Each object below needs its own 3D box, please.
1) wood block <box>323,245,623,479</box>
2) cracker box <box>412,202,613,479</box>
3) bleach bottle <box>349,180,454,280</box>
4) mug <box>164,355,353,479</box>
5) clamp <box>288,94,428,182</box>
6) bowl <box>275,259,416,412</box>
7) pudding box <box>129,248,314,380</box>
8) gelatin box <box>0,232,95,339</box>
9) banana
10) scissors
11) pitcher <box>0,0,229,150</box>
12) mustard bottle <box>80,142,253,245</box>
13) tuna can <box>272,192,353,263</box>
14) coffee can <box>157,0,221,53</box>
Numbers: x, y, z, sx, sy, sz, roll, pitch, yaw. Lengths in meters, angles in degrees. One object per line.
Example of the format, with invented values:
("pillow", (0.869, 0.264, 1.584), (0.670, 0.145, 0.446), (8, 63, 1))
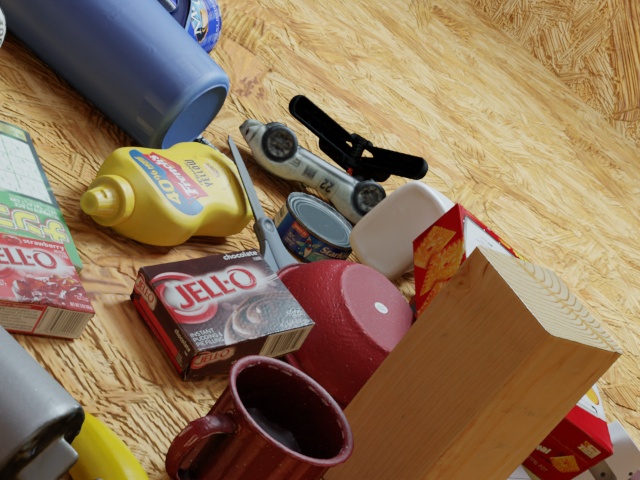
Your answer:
("wood block", (0.097, 0.116, 0.750), (0.090, 0.206, 0.091), (16, 29, -41))
("cracker box", (0.160, 0.087, 0.933), (0.164, 0.072, 0.213), (37, 28, -20))
("bleach bottle", (0.104, -0.005, 1.141), (0.068, 0.102, 0.250), (50, 8, 11))
("mug", (-0.047, 0.133, 0.671), (0.117, 0.082, 0.093), (10, 34, -48))
("clamp", (0.049, -0.097, 1.218), (0.164, 0.036, 0.210), (29, -4, 10))
("bowl", (0.033, 0.072, 0.898), (0.162, 0.055, 0.162), (34, 33, -26))
("pudding box", (-0.075, 0.054, 0.814), (0.113, 0.039, 0.090), (-8, 47, -41))
("gelatin box", (-0.205, 0.028, 0.718), (0.089, 0.030, 0.073), (14, 31, -44))
("banana", (-0.112, 0.162, 0.577), (0.069, 0.037, 0.198), (25, 25, -28))
("scissors", (-0.056, 0.001, 0.929), (0.096, 0.016, 0.202), (-25, 82, -54))
("pitcher", (-0.199, -0.205, 1.046), (0.243, 0.149, 0.144), (44, 23, 9))
("mustard bottle", (-0.137, -0.039, 0.913), (0.096, 0.058, 0.191), (50, 25, 14))
("tuna can", (-0.006, -0.009, 1.076), (0.086, 0.034, 0.086), (30, 23, -15))
("coffee can", (-0.178, -0.236, 1.185), (0.103, 0.103, 0.140), (36, 22, -1))
